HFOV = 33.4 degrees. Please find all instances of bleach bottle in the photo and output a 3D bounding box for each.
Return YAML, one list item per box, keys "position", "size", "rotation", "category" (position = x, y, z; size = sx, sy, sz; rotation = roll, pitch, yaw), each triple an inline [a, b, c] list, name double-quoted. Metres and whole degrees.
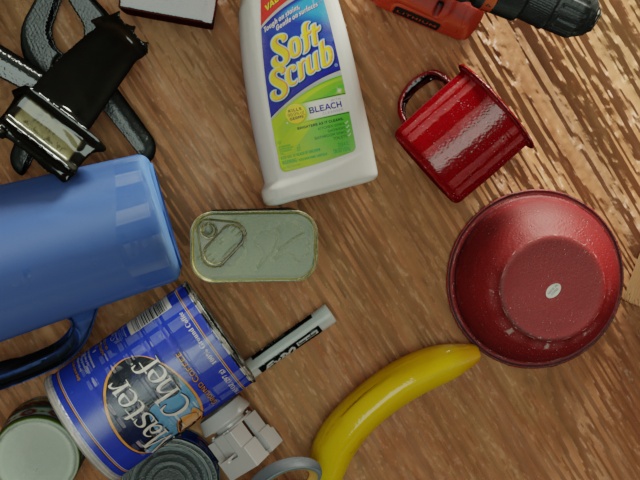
- position: [-0.028, -0.161, 0.885]
  size: [0.102, 0.068, 0.251]
  rotation: [-15, 94, -3]
  category: "bleach bottle"

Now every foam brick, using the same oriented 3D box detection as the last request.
- position: [-0.122, -0.207, 0.877]
  size: [0.078, 0.053, 0.051]
  rotation: [9, 95, -6]
  category: "foam brick"

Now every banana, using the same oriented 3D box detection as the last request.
- position: [0.053, 0.150, 0.936]
  size: [0.198, 0.037, 0.069]
  rotation: [-46, 127, 4]
  category: "banana"

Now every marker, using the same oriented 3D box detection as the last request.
- position: [-0.040, 0.097, 0.929]
  size: [0.121, 0.020, 0.020]
  rotation: [-35, 97, 0]
  category: "marker"

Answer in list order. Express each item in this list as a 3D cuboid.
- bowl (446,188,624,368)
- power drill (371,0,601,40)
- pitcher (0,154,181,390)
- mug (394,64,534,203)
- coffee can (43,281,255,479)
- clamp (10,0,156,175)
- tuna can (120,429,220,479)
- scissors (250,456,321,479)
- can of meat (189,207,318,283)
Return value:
- position: [0.193, 0.037, 0.924]
  size: [0.162, 0.055, 0.162]
  rotation: [0, 96, -4]
  category: "bowl"
- position: [0.111, -0.200, 0.828]
  size: [0.184, 0.188, 0.057]
  rotation: [25, 91, -5]
  category: "power drill"
- position: [-0.238, 0.023, 0.859]
  size: [0.242, 0.149, 0.145]
  rotation: [-16, 67, -6]
  category: "pitcher"
- position: [0.110, -0.094, 0.894]
  size: [0.081, 0.093, 0.117]
  rotation: [-42, 66, 5]
  category: "mug"
- position: [-0.139, 0.114, 0.877]
  size: [0.140, 0.103, 0.103]
  rotation: [-35, 97, -5]
  category: "coffee can"
- position: [-0.214, -0.135, 0.885]
  size: [0.120, 0.039, 0.171]
  rotation: [-15, 96, -6]
  category: "clamp"
- position: [-0.130, 0.207, 0.926]
  size: [0.086, 0.034, 0.086]
  rotation: [0, 96, -4]
  category: "tuna can"
- position: [-0.083, 0.217, 0.893]
  size: [0.201, 0.016, 0.096]
  rotation: [5, 125, -20]
  category: "scissors"
- position: [-0.056, 0.001, 0.886]
  size: [0.102, 0.084, 0.057]
  rotation: [-1, 96, -5]
  category: "can of meat"
